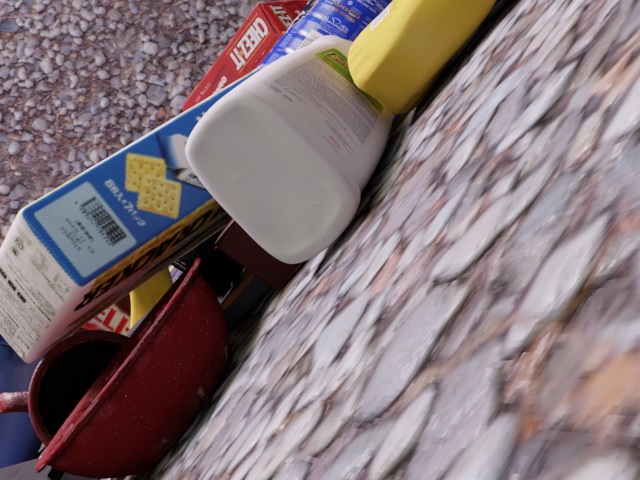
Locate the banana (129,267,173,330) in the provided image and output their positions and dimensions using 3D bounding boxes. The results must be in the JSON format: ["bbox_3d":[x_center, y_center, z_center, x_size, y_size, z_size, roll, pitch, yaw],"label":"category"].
[{"bbox_3d":[-0.153,0.072,0.898,0.069,0.037,0.198,-27,-44,-36],"label":"banana"}]

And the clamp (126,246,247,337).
[{"bbox_3d":[-0.056,0.001,0.851,0.210,0.036,0.164,-46,-3,15],"label":"clamp"}]

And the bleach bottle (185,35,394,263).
[{"bbox_3d":[0.006,-0.076,0.684,0.068,0.102,0.250,-43,3,27],"label":"bleach bottle"}]

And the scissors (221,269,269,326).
[{"bbox_3d":[-0.073,0.054,0.803,0.202,0.016,0.096,-44,9,47],"label":"scissors"}]

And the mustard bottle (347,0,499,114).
[{"bbox_3d":[0.095,-0.169,0.656,0.192,0.058,0.096,-49,9,26],"label":"mustard bottle"}]

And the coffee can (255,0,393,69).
[{"bbox_3d":[0.022,-0.148,0.852,0.140,0.103,0.103,-53,7,-5],"label":"coffee can"}]

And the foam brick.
[{"bbox_3d":[-0.025,-0.015,0.689,0.053,0.051,0.078,-48,8,26],"label":"foam brick"}]

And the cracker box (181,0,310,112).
[{"bbox_3d":[-0.024,-0.185,1.157,0.213,0.072,0.164,-18,-22,-49],"label":"cracker box"}]

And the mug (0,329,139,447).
[{"bbox_3d":[-0.171,0.115,0.765,0.081,0.117,0.093,133,132,-75],"label":"mug"}]

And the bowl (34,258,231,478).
[{"bbox_3d":[-0.104,0.090,0.657,0.162,0.055,0.162,-51,7,8],"label":"bowl"}]
